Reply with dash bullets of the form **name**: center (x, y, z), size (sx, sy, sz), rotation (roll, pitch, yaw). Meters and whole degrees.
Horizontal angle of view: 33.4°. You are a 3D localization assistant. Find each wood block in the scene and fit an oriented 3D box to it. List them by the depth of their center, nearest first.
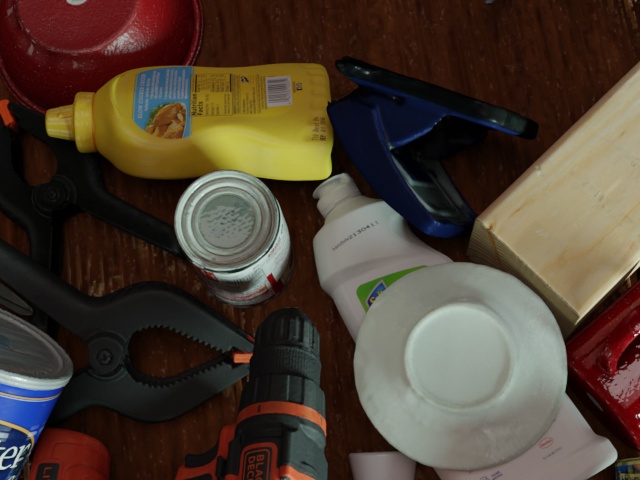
- **wood block**: center (0.201, -0.041, 0.699), size (0.206, 0.091, 0.090), rotation (-43, 76, -8)

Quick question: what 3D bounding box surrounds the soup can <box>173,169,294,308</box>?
- **soup can**: center (-0.055, 0.001, 0.696), size (0.068, 0.102, 0.068), rotation (-1, 75, 3)

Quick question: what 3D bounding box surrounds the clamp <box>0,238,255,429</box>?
- **clamp**: center (-0.145, 0.063, 0.700), size (0.210, 0.036, 0.164), rotation (-6, 98, -1)

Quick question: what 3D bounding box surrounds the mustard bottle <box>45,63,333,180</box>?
- **mustard bottle**: center (-0.089, -0.081, 0.726), size (0.191, 0.058, 0.096), rotation (-1, 46, -4)

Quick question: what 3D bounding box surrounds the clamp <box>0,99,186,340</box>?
- **clamp**: center (-0.187, -0.018, 0.743), size (0.120, 0.039, 0.171), rotation (-39, 76, -10)

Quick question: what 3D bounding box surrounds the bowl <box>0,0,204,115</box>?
- **bowl**: center (-0.168, -0.165, 0.774), size (0.162, 0.055, 0.162), rotation (-1, 75, 4)

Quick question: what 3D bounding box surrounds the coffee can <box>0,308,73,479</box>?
- **coffee can**: center (-0.224, 0.116, 0.637), size (0.103, 0.102, 0.140), rotation (29, 97, 10)

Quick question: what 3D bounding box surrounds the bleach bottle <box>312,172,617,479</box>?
- **bleach bottle**: center (0.077, 0.060, 0.694), size (0.102, 0.068, 0.251), rotation (-30, 73, -5)

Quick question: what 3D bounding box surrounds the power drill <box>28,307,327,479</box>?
- **power drill**: center (-0.084, 0.134, 0.628), size (0.188, 0.057, 0.184), rotation (-16, 48, 24)
